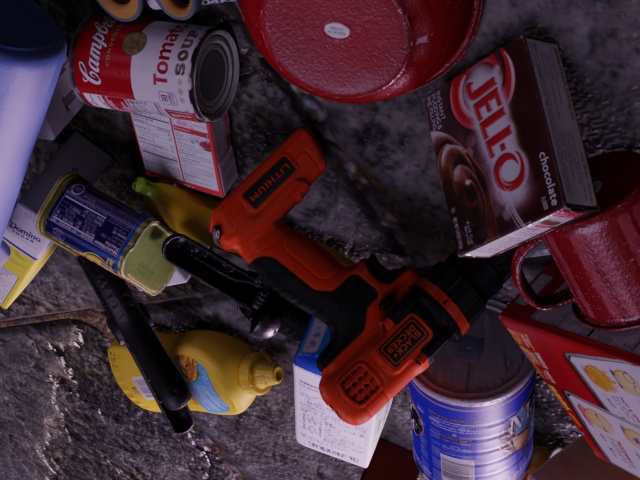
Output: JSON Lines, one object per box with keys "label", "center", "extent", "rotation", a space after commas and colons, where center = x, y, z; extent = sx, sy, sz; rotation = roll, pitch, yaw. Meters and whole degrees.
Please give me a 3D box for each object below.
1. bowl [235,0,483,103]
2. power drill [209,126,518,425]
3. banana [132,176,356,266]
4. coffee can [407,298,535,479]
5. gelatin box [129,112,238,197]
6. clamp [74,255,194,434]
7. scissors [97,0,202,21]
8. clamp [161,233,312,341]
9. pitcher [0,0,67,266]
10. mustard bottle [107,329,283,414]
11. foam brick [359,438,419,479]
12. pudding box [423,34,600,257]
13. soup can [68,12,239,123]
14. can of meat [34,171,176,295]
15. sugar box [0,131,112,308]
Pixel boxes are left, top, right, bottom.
{"label": "bowl", "center": [0.015, -0.138, 0.642], "extent": [0.162, 0.055, 0.162], "rotation": [10, 134, 10]}
{"label": "power drill", "center": [0.028, 0.009, 0.764], "extent": [0.188, 0.184, 0.057], "rotation": [45, 169, 8]}
{"label": "banana", "center": [-0.062, -0.003, 0.862], "extent": [0.197, 0.037, 0.070], "rotation": [21, -175, -12]}
{"label": "coffee can", "center": [0.121, 0.128, 0.859], "extent": [0.103, 0.102, 0.140], "rotation": [13, 140, 21]}
{"label": "gelatin box", "center": [-0.106, -0.081, 0.829], "extent": [0.073, 0.030, 0.089], "rotation": [17, 142, 19]}
{"label": "clamp", "center": [-0.169, 0.079, 0.968], "extent": [0.210, 0.036, 0.165], "rotation": [60, 165, 6]}
{"label": "scissors", "center": [-0.152, -0.224, 0.692], "extent": [0.096, 0.016, 0.201], "rotation": [-21, 112, 43]}
{"label": "clamp", "center": [-0.045, 0.053, 0.864], "extent": [0.120, 0.039, 0.171], "rotation": [46, -169, 35]}
{"label": "pitcher", "center": [-0.280, -0.064, 0.763], "extent": [0.145, 0.149, 0.243], "rotation": [30, 120, -3]}
{"label": "mustard bottle", "center": [-0.117, 0.130, 1.054], "extent": [0.192, 0.058, 0.096], "rotation": [-3, 125, 36]}
{"label": "foam brick", "center": [0.067, 0.246, 1.072], "extent": [0.051, 0.053, 0.078], "rotation": [22, 143, 10]}
{"label": "pudding box", "center": [0.114, -0.055, 0.653], "extent": [0.039, 0.113, 0.090], "rotation": [-1, 161, -37]}
{"label": "soup can", "center": [-0.117, -0.122, 0.757], "extent": [0.102, 0.068, 0.068], "rotation": [11, 139, 22]}
{"label": "can of meat", "center": [-0.165, -0.003, 0.856], "extent": [0.084, 0.057, 0.102], "rotation": [27, 172, 17]}
{"label": "sugar box", "center": [-0.249, -0.014, 0.948], "extent": [0.048, 0.093, 0.177], "rotation": [38, 143, -11]}
